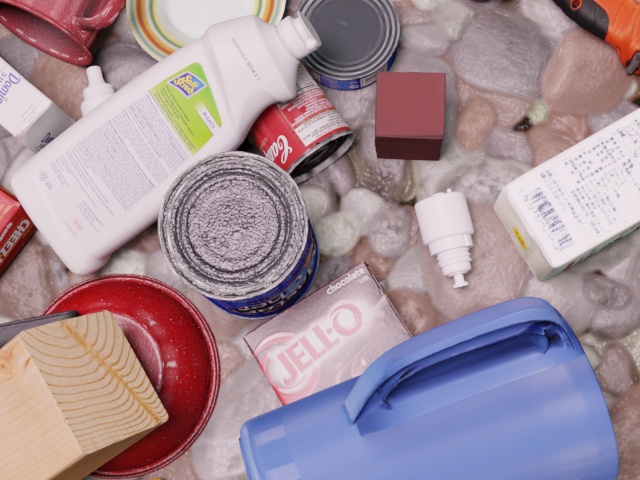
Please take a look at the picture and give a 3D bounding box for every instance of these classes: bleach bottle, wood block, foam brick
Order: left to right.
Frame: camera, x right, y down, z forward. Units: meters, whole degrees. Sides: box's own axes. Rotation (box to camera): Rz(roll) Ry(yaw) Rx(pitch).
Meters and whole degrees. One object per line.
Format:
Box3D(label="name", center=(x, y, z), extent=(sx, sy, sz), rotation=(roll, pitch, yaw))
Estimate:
Box3D(label="wood block", center=(-0.219, 0.143, 0.748), extent=(0.206, 0.090, 0.091), rotation=(-37, 78, 28))
Box3D(label="bleach bottle", center=(-0.105, -0.080, 0.794), extent=(0.251, 0.068, 0.102), rotation=(-32, 99, 15))
Box3D(label="foam brick", center=(0.069, -0.095, 0.823), extent=(0.053, 0.078, 0.051), rotation=(3, 82, 4))

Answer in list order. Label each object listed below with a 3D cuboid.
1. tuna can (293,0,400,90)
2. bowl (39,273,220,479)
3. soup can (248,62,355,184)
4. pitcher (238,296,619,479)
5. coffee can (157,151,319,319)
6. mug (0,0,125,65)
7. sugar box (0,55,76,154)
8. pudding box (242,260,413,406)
Box3D(label="tuna can", center=(0.021, -0.165, 0.859), extent=(0.086, 0.034, 0.086), rotation=(-1, 81, 3))
Box3D(label="bowl", center=(-0.160, 0.102, 0.816), extent=(0.162, 0.055, 0.162), rotation=(0, 81, 3))
Box3D(label="soup can", center=(-0.029, -0.103, 0.835), extent=(0.068, 0.068, 0.102), rotation=(-35, 80, -3))
Box3D(label="pitcher", center=(0.070, 0.133, 0.737), extent=(0.242, 0.145, 0.149), rotation=(-18, 90, -5))
Box3D(label="coffee can", center=(-0.055, 0.001, 0.782), extent=(0.103, 0.140, 0.103), rotation=(-1, 81, 3))
Box3D(label="mug", center=(-0.197, -0.196, 0.844), extent=(0.117, 0.093, 0.081), rotation=(16, 75, 39))
Box3D(label="sugar box", center=(-0.274, -0.136, 0.842), extent=(0.176, 0.093, 0.048), rotation=(42, 86, 9))
Box3D(label="pudding box", center=(0.011, 0.083, 0.816), extent=(0.113, 0.039, 0.090), rotation=(-32, 80, -2))
